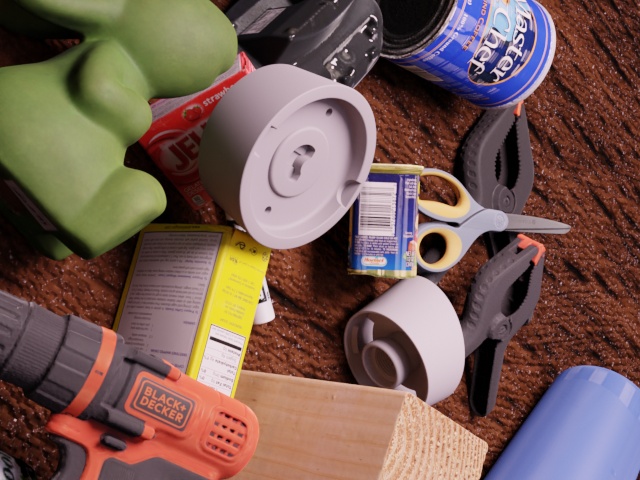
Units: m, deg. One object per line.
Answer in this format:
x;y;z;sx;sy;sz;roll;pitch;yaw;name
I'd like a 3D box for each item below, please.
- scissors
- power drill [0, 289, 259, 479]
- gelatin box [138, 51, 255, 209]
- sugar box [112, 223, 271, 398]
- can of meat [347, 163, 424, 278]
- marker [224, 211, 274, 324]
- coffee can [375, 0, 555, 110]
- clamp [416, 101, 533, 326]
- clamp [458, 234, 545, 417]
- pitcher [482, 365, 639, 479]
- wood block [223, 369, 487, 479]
0.142;-0.001;0.927;0.201;0.016;0.096;23;76;-32;scissors
-0.138;0.136;0.552;0.184;0.057;0.187;29;72;-22;power drill
-0.068;-0.070;0.704;0.073;0.089;0.030;54;15;-34;gelatin box
-0.094;0.078;0.672;0.048;0.094;0.176;24;74;-44;sugar box
0.049;-0.015;0.823;0.102;0.057;0.084;-16;108;-85;can of meat
-0.055;0.001;0.765;0.020;0.020;0.121;-26;109;-44;marker
0.114;-0.176;0.881;0.140;0.103;0.103;17;78;-45;coffee can
0.149;-0.032;0.968;0.164;0.036;0.210;10;85;-45;clamp
0.150;0.080;0.941;0.171;0.039;0.120;-54;141;0;clamp
0.224;0.238;0.986;0.242;0.145;0.149;-46;153;-40;pitcher
-0.012;0.142;0.674;0.090;0.207;0.090;36;65;-41;wood block
